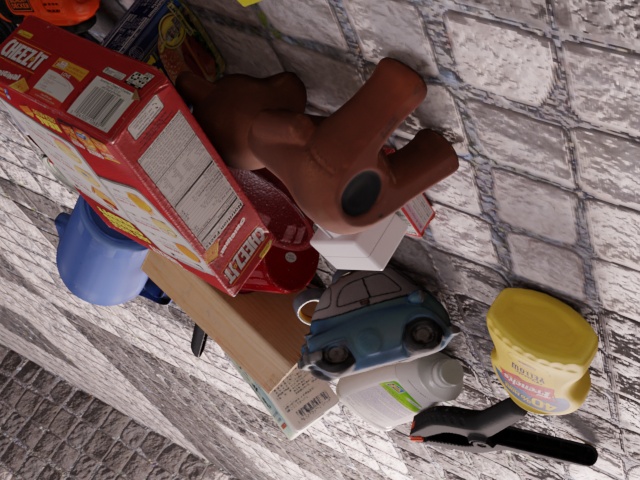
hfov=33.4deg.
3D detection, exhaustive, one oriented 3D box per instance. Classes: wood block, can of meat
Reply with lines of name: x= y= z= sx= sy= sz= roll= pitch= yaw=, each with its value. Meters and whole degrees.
wood block: x=-0.092 y=0.060 z=1.200 sx=0.206 sy=0.090 sz=0.090 roll=44 pitch=147 yaw=5
can of meat: x=-0.133 y=-0.143 z=0.875 sx=0.058 sy=0.084 sz=0.102 roll=19 pitch=156 yaw=35

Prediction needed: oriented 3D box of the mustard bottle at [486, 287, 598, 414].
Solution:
mustard bottle: x=0.204 y=0.116 z=0.990 sx=0.096 sy=0.058 sz=0.191 roll=27 pitch=160 yaw=23

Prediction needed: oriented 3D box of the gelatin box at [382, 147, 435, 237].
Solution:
gelatin box: x=0.047 y=-0.044 z=0.904 sx=0.073 sy=0.030 sz=0.089 roll=13 pitch=152 yaw=43

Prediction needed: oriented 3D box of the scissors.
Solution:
scissors: x=0.053 y=0.070 z=1.161 sx=0.201 sy=0.096 sz=0.016 roll=14 pitch=-145 yaw=-46

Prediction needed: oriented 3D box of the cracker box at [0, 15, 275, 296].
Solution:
cracker box: x=-0.145 y=-0.064 z=0.837 sx=0.164 sy=0.072 sz=0.213 roll=27 pitch=161 yaw=34

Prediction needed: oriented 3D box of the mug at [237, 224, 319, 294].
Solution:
mug: x=-0.057 y=0.001 z=1.111 sx=0.082 sy=0.093 sz=0.117 roll=3 pitch=108 yaw=47

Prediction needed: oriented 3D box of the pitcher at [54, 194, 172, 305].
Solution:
pitcher: x=-0.246 y=-0.002 z=1.329 sx=0.149 sy=0.145 sz=0.243 roll=-4 pitch=166 yaw=-18

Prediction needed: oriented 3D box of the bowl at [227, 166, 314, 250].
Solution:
bowl: x=-0.061 y=-0.060 z=0.999 sx=0.162 sy=0.055 sz=0.162 roll=30 pitch=160 yaw=12

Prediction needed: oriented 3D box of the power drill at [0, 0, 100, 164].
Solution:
power drill: x=-0.242 y=-0.159 z=0.963 sx=0.185 sy=0.057 sz=0.187 roll=12 pitch=129 yaw=44

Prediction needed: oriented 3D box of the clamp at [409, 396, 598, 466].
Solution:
clamp: x=0.194 y=0.217 z=1.198 sx=0.164 sy=0.036 sz=0.210 roll=35 pitch=149 yaw=-32

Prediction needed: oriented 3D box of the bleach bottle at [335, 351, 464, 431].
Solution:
bleach bottle: x=0.107 y=0.175 z=1.277 sx=0.102 sy=0.068 sz=0.251 roll=36 pitch=158 yaw=-10
